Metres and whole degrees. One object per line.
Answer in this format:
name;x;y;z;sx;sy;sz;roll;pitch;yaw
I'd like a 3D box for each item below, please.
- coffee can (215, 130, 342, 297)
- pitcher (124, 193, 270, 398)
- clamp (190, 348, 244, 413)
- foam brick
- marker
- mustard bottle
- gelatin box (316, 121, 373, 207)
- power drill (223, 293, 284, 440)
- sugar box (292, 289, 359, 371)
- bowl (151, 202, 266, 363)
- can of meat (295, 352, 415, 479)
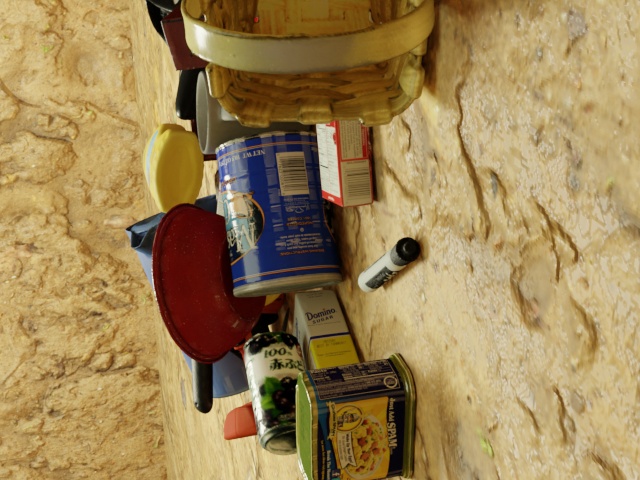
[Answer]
coffee can;-0.040;-0.023;1.004;0.103;0.102;0.140;147;115;-75
pitcher;-0.134;0.065;1.343;0.145;0.149;0.243;-148;37;-79
clamp;-0.136;0.111;1.235;0.039;0.120;0.171;-22;107;37
foam brick;-0.101;-0.198;1.012;0.053;0.078;0.051;-60;-39;-53
marker;0.052;0.020;0.824;0.121;0.020;0.020;131;131;-72
mustard bottle;-0.183;-0.093;1.298;0.192;0.058;0.096;-143;58;-72
gelatin box;0.020;-0.076;0.890;0.073;0.030;0.089;-148;53;-75
power drill;-0.090;0.125;1.199;0.057;0.184;0.187;-21;75;32
sugar box;0.013;0.137;0.990;0.176;0.048;0.093;-106;15;-47
bowl;-0.098;0.038;1.047;0.162;0.055;0.162;37;-132;-56
can of meat;0.027;0.147;0.854;0.057;0.083;0.102;-122;29;-61
